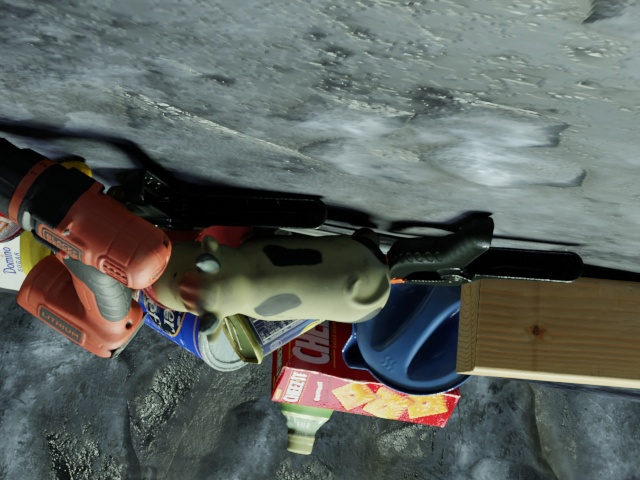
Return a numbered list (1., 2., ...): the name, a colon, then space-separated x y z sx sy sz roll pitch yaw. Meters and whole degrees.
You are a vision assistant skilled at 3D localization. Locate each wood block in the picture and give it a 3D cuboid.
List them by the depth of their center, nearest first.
1. wood block: 0.233 0.081 0.952 0.206 0.091 0.090 5 172 -2

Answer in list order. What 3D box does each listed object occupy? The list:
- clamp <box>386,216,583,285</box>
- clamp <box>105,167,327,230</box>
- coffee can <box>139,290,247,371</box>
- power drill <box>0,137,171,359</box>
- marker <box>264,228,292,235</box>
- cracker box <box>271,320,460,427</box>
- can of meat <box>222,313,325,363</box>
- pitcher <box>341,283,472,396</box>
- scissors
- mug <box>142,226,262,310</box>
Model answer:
1. clamp: 0.123 0.017 0.864 0.120 0.039 0.172 23 163 -27
2. clamp: -0.104 -0.026 0.855 0.164 0.036 0.210 9 174 -26
3. coffee can: -0.126 0.058 1.091 0.140 0.103 0.102 25 -177 38
4. power drill: -0.200 0.006 0.810 0.184 0.057 0.188 32 152 8
5. marker: -0.057 0.001 1.042 0.020 0.020 0.121 13 171 -20
6. cracker box: 0.053 0.128 1.290 0.213 0.164 0.072 11 131 -10
7. can of meat: -0.043 0.067 0.980 0.083 0.057 0.102 -30 -178 -15
8. pitcher: 0.126 0.090 1.118 0.149 0.145 0.242 20 178 12
9. scissors: 0.063 0.008 0.964 0.202 0.016 0.096 8 169 9
10. mug: -0.100 0.012 0.974 0.082 0.093 0.117 -6 -166 45
